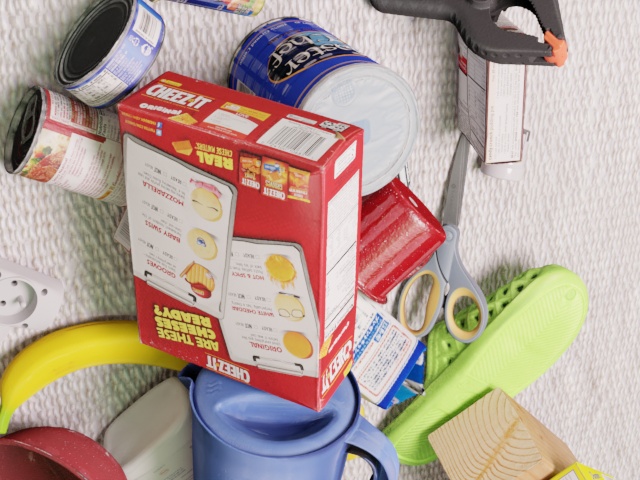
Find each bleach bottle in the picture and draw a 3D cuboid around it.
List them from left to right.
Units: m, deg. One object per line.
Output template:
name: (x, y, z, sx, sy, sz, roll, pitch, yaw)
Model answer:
bleach bottle: (-0.081, 0.222, 1.005, 0.103, 0.068, 0.250, -40, 130, 10)

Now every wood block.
wood block: (0.207, 0.241, 1.102, 0.091, 0.090, 0.205, -36, 142, 11)

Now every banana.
banana: (-0.185, 0.101, 0.900, 0.197, 0.037, 0.069, -14, 104, -24)

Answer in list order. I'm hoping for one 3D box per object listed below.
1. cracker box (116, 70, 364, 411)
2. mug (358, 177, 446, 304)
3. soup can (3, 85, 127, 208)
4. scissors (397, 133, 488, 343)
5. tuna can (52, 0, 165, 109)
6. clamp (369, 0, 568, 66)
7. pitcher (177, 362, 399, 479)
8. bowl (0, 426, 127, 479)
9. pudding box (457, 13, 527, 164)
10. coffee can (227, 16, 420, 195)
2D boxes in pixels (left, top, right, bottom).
cracker box: (-0.055, 0.001, 0.772, 0.072, 0.164, 0.214, -47, 147, -46)
mug: (0.061, 0.000, 0.936, 0.081, 0.093, 0.117, -43, 138, 12)
soup can: (-0.176, -0.068, 0.803, 0.102, 0.069, 0.068, 18, 106, -33)
scissors: (0.134, 0.010, 0.997, 0.016, 0.096, 0.202, -19, 134, -64)
tuna can: (-0.152, -0.138, 0.769, 0.033, 0.086, 0.086, 37, 95, -37)
clamp: (0.134, -0.202, 0.845, 0.120, 0.172, 0.039, -57, 157, 4)
pitcher: (-0.036, 0.209, 0.884, 0.144, 0.149, 0.243, -10, 130, -21)
bowl: (-0.216, 0.210, 0.903, 0.055, 0.162, 0.162, -54, 139, -45)
pudding box: (0.147, -0.132, 0.915, 0.039, 0.090, 0.113, -8, 118, -6)
coffee can: (-0.001, -0.106, 0.826, 0.102, 0.140, 0.103, -11, 119, -21)
